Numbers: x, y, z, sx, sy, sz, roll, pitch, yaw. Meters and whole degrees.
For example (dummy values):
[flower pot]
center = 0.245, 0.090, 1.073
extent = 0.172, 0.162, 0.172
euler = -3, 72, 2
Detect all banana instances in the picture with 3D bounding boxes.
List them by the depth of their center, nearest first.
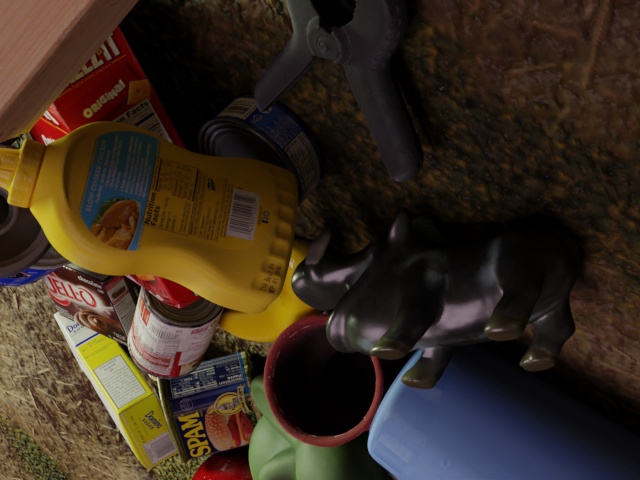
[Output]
[banana]
center = -0.031, 0.042, 0.811
extent = 0.069, 0.037, 0.198
euler = 46, 150, 8

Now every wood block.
[wood block]
center = -0.147, -0.155, 0.577
extent = 0.091, 0.090, 0.206
euler = 44, 108, -4

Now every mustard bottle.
[mustard bottle]
center = -0.112, -0.022, 0.657
extent = 0.191, 0.096, 0.058
euler = 16, 154, -16

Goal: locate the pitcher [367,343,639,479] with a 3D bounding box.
[pitcher]
center = 0.151, 0.175, 0.717
extent = 0.243, 0.149, 0.145
euler = 33, 159, 19

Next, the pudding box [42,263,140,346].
[pudding box]
center = -0.225, 0.048, 1.046
extent = 0.114, 0.039, 0.090
euler = 17, 140, 33

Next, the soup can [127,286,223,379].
[soup can]
center = -0.118, 0.062, 0.870
extent = 0.068, 0.068, 0.102
euler = 37, 147, 7

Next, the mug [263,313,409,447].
[mug]
center = 0.025, 0.092, 0.783
extent = 0.093, 0.117, 0.081
euler = 41, -167, 22

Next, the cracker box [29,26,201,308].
[cracker box]
center = -0.158, -0.068, 0.770
extent = 0.164, 0.072, 0.213
euler = 28, 151, 53

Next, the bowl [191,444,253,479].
[bowl]
center = -0.056, 0.232, 1.025
extent = 0.162, 0.161, 0.055
euler = 7, 94, 42

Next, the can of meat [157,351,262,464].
[can of meat]
center = -0.099, 0.154, 0.989
extent = 0.102, 0.084, 0.057
euler = 81, 173, -46

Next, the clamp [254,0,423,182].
[clamp]
center = 0.004, -0.118, 0.612
extent = 0.120, 0.039, 0.171
euler = 18, 135, 25

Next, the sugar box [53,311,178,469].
[sugar box]
center = -0.206, 0.141, 1.078
extent = 0.176, 0.048, 0.093
euler = 46, 159, 45

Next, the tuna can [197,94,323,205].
[tuna can]
center = -0.041, -0.057, 0.735
extent = 0.086, 0.033, 0.086
euler = 27, 145, 21
